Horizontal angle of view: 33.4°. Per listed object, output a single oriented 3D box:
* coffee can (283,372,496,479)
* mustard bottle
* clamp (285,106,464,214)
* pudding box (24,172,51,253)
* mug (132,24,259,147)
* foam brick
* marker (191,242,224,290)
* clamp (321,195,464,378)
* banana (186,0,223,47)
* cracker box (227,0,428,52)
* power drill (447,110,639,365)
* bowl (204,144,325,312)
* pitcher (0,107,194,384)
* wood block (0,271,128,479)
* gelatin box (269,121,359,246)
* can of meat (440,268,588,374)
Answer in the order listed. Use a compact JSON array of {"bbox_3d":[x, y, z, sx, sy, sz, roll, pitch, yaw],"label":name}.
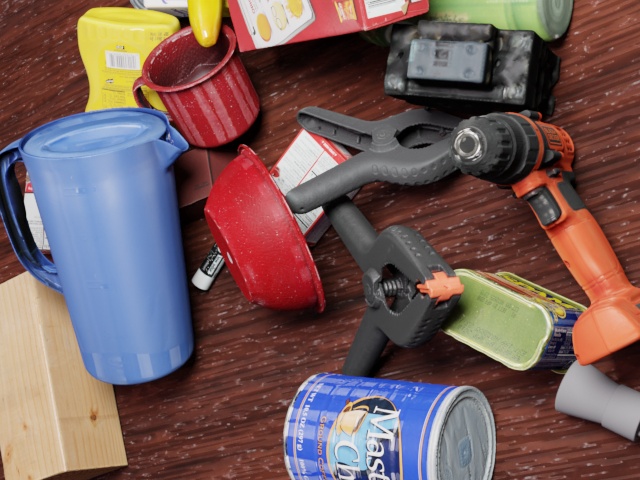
[{"bbox_3d":[0.056,0.163,0.860,0.141,0.102,0.103,1,85,35],"label":"coffee can"},{"bbox_3d":[-0.186,-0.130,1.058,0.096,0.058,0.192,6,120,5],"label":"mustard bottle"},{"bbox_3d":[0.050,-0.083,0.906,0.171,0.039,0.120,-10,52,5],"label":"clamp"},{"bbox_3d":[-0.279,-0.041,1.156,0.090,0.039,0.113,3,89,35],"label":"pudding box"},{"bbox_3d":[-0.117,-0.138,0.990,0.117,0.081,0.093,-11,46,17],"label":"mug"},{"bbox_3d":[-0.119,-0.055,1.037,0.078,0.051,0.053,-18,76,33],"label":"foam brick"},{"bbox_3d":[-0.087,-0.005,1.028,0.020,0.020,0.121,43,109,30],"label":"marker"},{"bbox_3d":[0.053,0.047,0.850,0.210,0.036,0.164,-168,71,-68],"label":"clamp"},{"bbox_3d":[-0.102,-0.271,0.967,0.070,0.037,0.198,-169,84,-80],"label":"banana"},{"bbox_3d":[-0.011,-0.245,0.853,0.214,0.072,0.164,9,116,60],"label":"cracker box"},{"bbox_3d":[0.170,-0.008,0.761,0.057,0.184,0.188,-32,77,28],"label":"power drill"},{"bbox_3d":[-0.056,0.001,0.921,0.055,0.162,0.162,-27,65,-10],"label":"bowl"},{"bbox_3d":[-0.197,0.007,0.988,0.149,0.144,0.243,26,129,50],"label":"pitcher"},{"bbox_3d":[-0.278,0.144,1.102,0.090,0.090,0.206,-24,71,30],"label":"wood block"},{"bbox_3d":[-0.008,-0.051,0.972,0.073,0.030,0.089,48,110,28],"label":"gelatin box"},{"bbox_3d":[0.147,0.061,0.819,0.102,0.083,0.057,26,100,34],"label":"can of meat"}]
